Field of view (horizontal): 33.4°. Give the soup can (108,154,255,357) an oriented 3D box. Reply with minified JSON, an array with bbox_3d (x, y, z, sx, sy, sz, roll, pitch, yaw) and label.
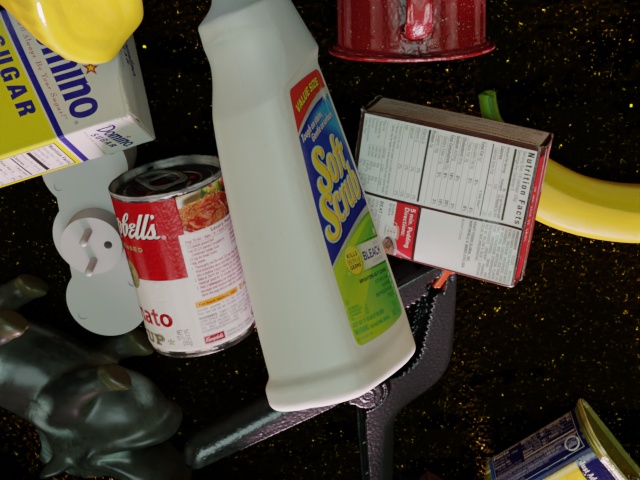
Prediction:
[{"bbox_3d":[-0.079,0.008,0.626,0.068,0.068,0.102,-9,112,3],"label":"soup can"}]

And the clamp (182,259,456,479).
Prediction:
[{"bbox_3d":[0.031,0.102,0.711,0.164,0.036,0.210,34,101,-28],"label":"clamp"}]

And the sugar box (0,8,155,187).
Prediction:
[{"bbox_3d":[-0.190,-0.078,0.610,0.176,0.048,0.093,-18,71,8],"label":"sugar box"}]

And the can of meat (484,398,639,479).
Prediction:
[{"bbox_3d":[0.175,0.174,0.739,0.084,0.057,0.102,-35,108,16],"label":"can of meat"}]

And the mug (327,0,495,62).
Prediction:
[{"bbox_3d":[0.049,-0.141,0.573,0.093,0.117,0.081,-1,108,4],"label":"mug"}]

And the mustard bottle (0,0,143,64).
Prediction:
[{"bbox_3d":[-0.185,-0.168,0.559,0.192,0.096,0.058,37,91,17],"label":"mustard bottle"}]

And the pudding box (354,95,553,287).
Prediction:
[{"bbox_3d":[0.075,-0.030,0.640,0.114,0.039,0.090,15,113,16],"label":"pudding box"}]

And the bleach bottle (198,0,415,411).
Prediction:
[{"bbox_3d":[-0.019,-0.039,0.603,0.068,0.102,0.251,-15,95,30],"label":"bleach bottle"}]
